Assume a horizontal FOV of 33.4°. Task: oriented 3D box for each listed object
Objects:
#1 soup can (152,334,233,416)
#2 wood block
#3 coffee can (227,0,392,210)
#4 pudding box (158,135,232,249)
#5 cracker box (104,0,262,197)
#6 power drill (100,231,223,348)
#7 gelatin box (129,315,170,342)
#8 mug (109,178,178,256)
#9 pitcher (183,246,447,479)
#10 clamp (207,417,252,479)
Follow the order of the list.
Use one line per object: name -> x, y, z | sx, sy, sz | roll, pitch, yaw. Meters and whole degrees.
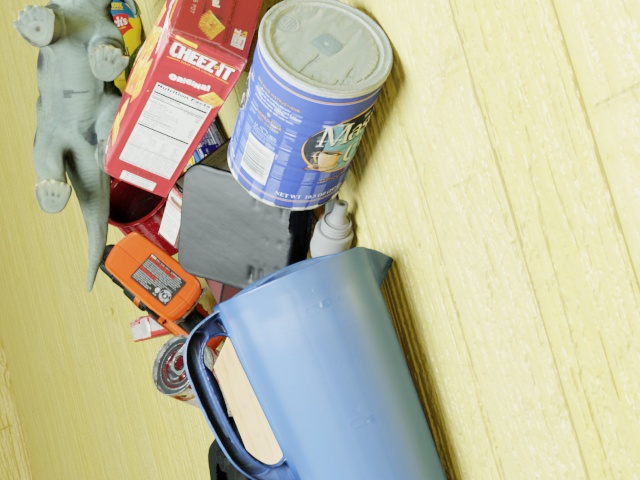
soup can -> -0.127, 0.151, 1.182 | 0.069, 0.102, 0.068 | -18, 59, 31
wood block -> -0.015, 0.179, 0.997 | 0.206, 0.090, 0.090 | 65, 151, 26
coffee can -> -0.012, -0.106, 0.844 | 0.103, 0.102, 0.140 | 63, 151, 28
pudding box -> -0.105, -0.050, 1.053 | 0.039, 0.113, 0.090 | 38, 143, 10
cracker box -> -0.114, -0.163, 0.922 | 0.214, 0.072, 0.164 | 131, 155, -53
power drill -> -0.190, 0.049, 1.211 | 0.184, 0.057, 0.188 | 37, 168, 8
gelatin box -> -0.195, 0.105, 1.354 | 0.089, 0.073, 0.030 | -22, 81, 65
mug -> -0.189, -0.030, 1.254 | 0.117, 0.093, 0.081 | 7, 149, 31
pitcher -> 0.008, 0.137, 0.851 | 0.149, 0.144, 0.243 | -24, 87, 33
clamp -> -0.108, 0.248, 1.280 | 0.165, 0.036, 0.210 | 57, 145, 38
